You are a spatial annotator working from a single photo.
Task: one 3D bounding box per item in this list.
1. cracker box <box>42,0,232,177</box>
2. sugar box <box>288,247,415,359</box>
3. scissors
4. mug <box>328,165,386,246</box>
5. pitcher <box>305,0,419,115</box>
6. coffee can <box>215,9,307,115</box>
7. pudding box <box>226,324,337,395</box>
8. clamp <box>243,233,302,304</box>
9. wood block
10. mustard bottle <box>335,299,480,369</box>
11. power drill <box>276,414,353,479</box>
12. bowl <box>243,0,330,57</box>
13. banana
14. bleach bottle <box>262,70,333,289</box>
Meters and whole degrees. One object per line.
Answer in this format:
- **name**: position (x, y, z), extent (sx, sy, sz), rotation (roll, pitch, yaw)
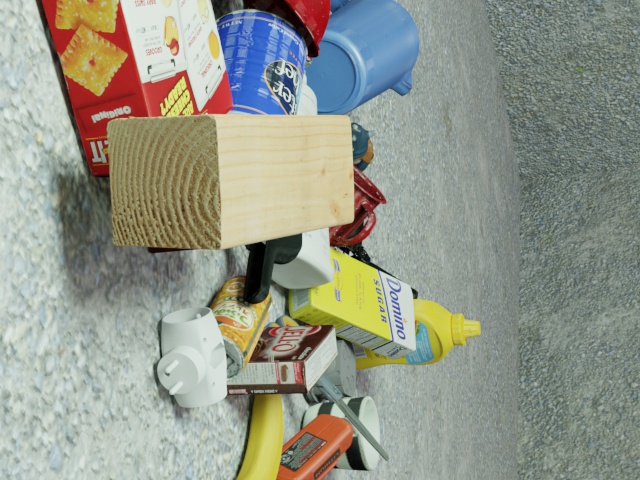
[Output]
- **cracker box**: position (-0.146, -0.177, 0.832), extent (0.164, 0.072, 0.214), rotation (-58, 141, -61)
- **sugar box**: position (0.040, 0.072, 1.272), extent (0.176, 0.048, 0.093), rotation (23, 52, -35)
- **scissors**: position (0.008, 0.155, 1.185), extent (0.201, 0.016, 0.096), rotation (46, 16, -18)
- **mug**: position (0.023, -0.039, 1.259), extent (0.093, 0.081, 0.117), rotation (27, 20, -49)
- **pitcher**: position (0.031, -0.242, 1.369), extent (0.242, 0.149, 0.145), rotation (-47, 145, -64)
- **coffee can**: position (-0.070, -0.134, 1.013), extent (0.102, 0.103, 0.140), rotation (64, 26, -49)
- **pudding box**: position (-0.040, 0.117, 1.061), extent (0.113, 0.090, 0.039), rotation (-46, 129, -68)
- **clamp**: position (-0.057, 0.001, 1.034), extent (0.171, 0.039, 0.120), rotation (-9, 73, -61)
- **wood block**: position (-0.059, -0.049, 0.801), extent (0.205, 0.091, 0.090), rotation (-13, 103, -62)
- **mustard bottle**: position (0.111, 0.120, 1.382), extent (0.058, 0.192, 0.096), rotation (-72, 151, -52)
- **power drill**: position (0.021, 0.284, 1.159), extent (0.184, 0.057, 0.187), rotation (-38, 122, -33)
- **bowl**: position (-0.041, -0.259, 1.064), extent (0.162, 0.055, 0.162), rotation (44, -5, 5)
- **banana**: position (-0.064, 0.214, 1.045), extent (0.197, 0.037, 0.069), rotation (-66, 148, -58)
- **bleach bottle**: position (-0.029, -0.079, 1.203), extent (0.102, 0.068, 0.251), rotation (42, 43, -56)
